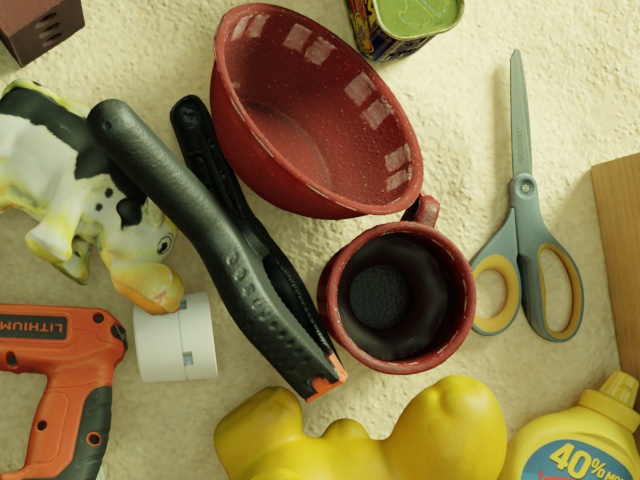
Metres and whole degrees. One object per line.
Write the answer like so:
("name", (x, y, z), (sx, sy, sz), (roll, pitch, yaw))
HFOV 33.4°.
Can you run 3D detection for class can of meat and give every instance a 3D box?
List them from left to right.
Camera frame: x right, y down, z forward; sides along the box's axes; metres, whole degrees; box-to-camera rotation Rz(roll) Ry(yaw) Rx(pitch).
("can of meat", (0.046, -0.171, 0.688), (0.057, 0.084, 0.102), (-14, 90, -10))

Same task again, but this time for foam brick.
("foam brick", (-0.181, -0.149, 0.653), (0.053, 0.078, 0.051), (-36, 92, -9))

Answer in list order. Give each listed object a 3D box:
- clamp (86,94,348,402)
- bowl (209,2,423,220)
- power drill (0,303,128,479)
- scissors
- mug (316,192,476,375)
("clamp", (-0.054, 0.001, 0.617), (0.036, 0.164, 0.210), (-32, 86, 13))
("bowl", (-0.013, -0.069, 0.663), (0.162, 0.162, 0.055), (45, 125, -5))
("power drill", (-0.188, 0.132, 0.623), (0.184, 0.057, 0.187), (2, 71, -6))
("scissors", (0.122, -0.023, 0.728), (0.096, 0.016, 0.202), (-18, 90, -10))
("mug", (0.046, 0.025, 0.680), (0.093, 0.081, 0.117), (19, 85, -8))
